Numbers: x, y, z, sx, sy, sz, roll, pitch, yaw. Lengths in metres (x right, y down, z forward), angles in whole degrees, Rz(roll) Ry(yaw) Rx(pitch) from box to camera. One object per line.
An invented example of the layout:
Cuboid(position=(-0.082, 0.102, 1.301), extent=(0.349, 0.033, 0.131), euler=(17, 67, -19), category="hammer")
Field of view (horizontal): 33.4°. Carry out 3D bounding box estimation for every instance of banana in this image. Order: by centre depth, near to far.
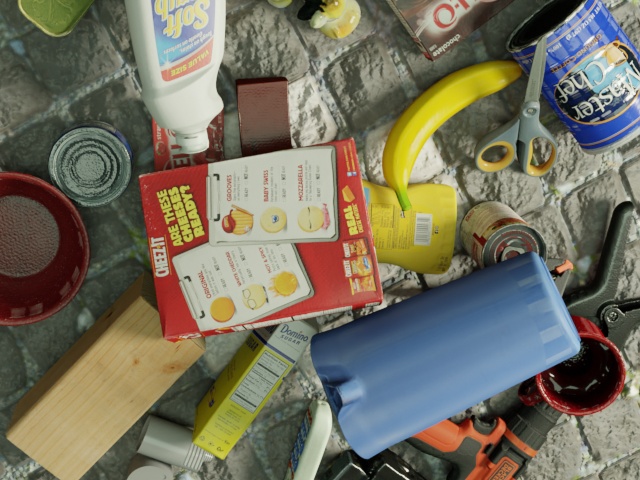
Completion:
Cuboid(position=(0.123, -0.123, 1.102), extent=(0.069, 0.037, 0.198), euler=(40, 86, 0), category="banana")

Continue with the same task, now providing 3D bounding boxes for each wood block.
Cuboid(position=(-0.223, 0.144, 1.122), extent=(0.090, 0.091, 0.206), euler=(43, 98, -15), category="wood block")

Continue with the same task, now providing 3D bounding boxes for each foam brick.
Cuboid(position=(-0.058, -0.125, 1.083), extent=(0.053, 0.051, 0.078), euler=(-4, 106, -4), category="foam brick")

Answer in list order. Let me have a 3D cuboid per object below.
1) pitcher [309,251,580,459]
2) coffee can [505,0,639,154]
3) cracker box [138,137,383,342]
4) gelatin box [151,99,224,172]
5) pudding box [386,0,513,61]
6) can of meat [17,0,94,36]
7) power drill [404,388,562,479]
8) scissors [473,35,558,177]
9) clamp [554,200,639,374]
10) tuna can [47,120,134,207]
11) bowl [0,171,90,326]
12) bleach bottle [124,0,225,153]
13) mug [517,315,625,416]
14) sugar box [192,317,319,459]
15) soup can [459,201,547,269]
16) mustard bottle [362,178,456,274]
Cuboid(position=(0.124, 0.106, 1.048), extent=(0.243, 0.149, 0.145), euler=(-25, 125, 12), category="pitcher")
Cuboid(position=(0.269, -0.172, 1.078), extent=(0.103, 0.103, 0.140), euler=(-40, 106, 6), category="coffee can")
Cuboid(position=(-0.057, 0.001, 1.046), extent=(0.213, 0.072, 0.164), euler=(-10, 79, 1), category="cracker box")
Cuboid(position=(-0.134, -0.098, 1.093), extent=(0.073, 0.030, 0.089), euler=(-2, 106, -6), category="gelatin box")
Cuboid(position=(0.129, -0.250, 1.073), extent=(0.113, 0.039, 0.090), euler=(-37, 107, 5), category="pudding box")
Cuboid(position=(-0.234, -0.247, 1.011), extent=(0.057, 0.084, 0.102), euler=(39, 99, -15), category="can of meat")
Cuboid(position=(0.164, 0.198, 1.198), extent=(0.187, 0.057, 0.184), euler=(36, 96, -14), category="power drill")
Cuboid(position=(0.192, -0.126, 1.075), extent=(0.096, 0.016, 0.201), euler=(-11, 144, 14), category="scissors")
Cuboid(position=(0.331, 0.080, 1.192), extent=(0.164, 0.036, 0.210), euler=(35, 101, -13), category="clamp")
Cuboid(position=(-0.233, -0.077, 1.086), extent=(0.086, 0.034, 0.086), euler=(-2, 106, -6), category="tuna can")
Cuboid(position=(-0.314, 0.003, 1.089), extent=(0.162, 0.055, 0.162), euler=(-2, 106, -6), category="bowl")
Cuboid(position=(-0.127, -0.206, 0.988), extent=(0.102, 0.068, 0.251), euler=(-15, 113, -23), category="bleach bottle")
Cuboid(position=(0.263, 0.137, 1.146), extent=(0.117, 0.081, 0.093), euler=(-39, 98, 12), category="mug")
Cuboid(position=(-0.071, 0.139, 1.137), extent=(0.048, 0.093, 0.176), euler=(32, 100, -12), category="sugar box")
Cuboid(position=(0.189, 0.002, 1.120), extent=(0.068, 0.102, 0.068), euler=(-2, 106, -6), category="soup can")
Cuboid(position=(0.043, -0.018, 1.120), extent=(0.191, 0.058, 0.096), euler=(4, 95, -7), category="mustard bottle")
